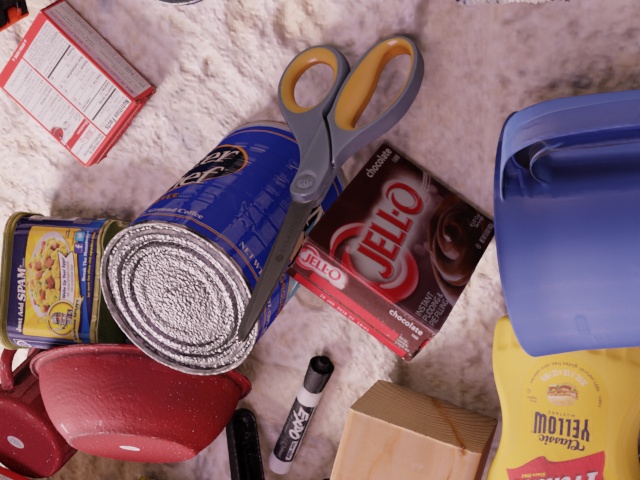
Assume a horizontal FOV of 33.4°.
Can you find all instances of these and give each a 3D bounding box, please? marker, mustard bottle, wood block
[{"bbox_3d":[-0.015,0.130,0.794,0.020,0.020,0.121,28,128,9],"label":"marker"},{"bbox_3d":[0.149,0.142,0.648,0.096,0.058,0.191,5,95,25],"label":"mustard bottle"},{"bbox_3d":[0.045,0.212,0.720,0.090,0.090,0.206,17,99,15],"label":"wood block"}]

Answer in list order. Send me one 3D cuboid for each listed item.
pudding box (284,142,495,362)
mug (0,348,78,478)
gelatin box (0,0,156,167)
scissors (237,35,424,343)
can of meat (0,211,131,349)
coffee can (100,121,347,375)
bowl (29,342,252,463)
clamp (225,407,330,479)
[{"bbox_3d":[0.044,0.005,0.628,0.090,0.113,0.039,36,132,2],"label":"pudding box"},{"bbox_3d":[-0.224,0.126,0.855,0.093,0.081,0.117,2,120,25],"label":"mug"},{"bbox_3d":[-0.164,-0.104,0.718,0.089,0.030,0.073,43,127,-4],"label":"gelatin box"},{"bbox_3d":[-0.016,-0.041,0.602,0.096,0.201,0.016,26,162,37],"label":"scissors"},{"bbox_3d":[-0.181,0.031,0.774,0.084,0.057,0.102,3,88,22],"label":"can of meat"},{"bbox_3d":[-0.054,0.001,0.657,0.103,0.140,0.103,13,124,19],"label":"coffee can"},{"bbox_3d":[-0.132,0.124,0.771,0.162,0.055,0.162,4,157,1],"label":"bowl"},{"bbox_3d":[-0.049,0.216,0.807,0.120,0.039,0.172,44,121,46],"label":"clamp"}]
